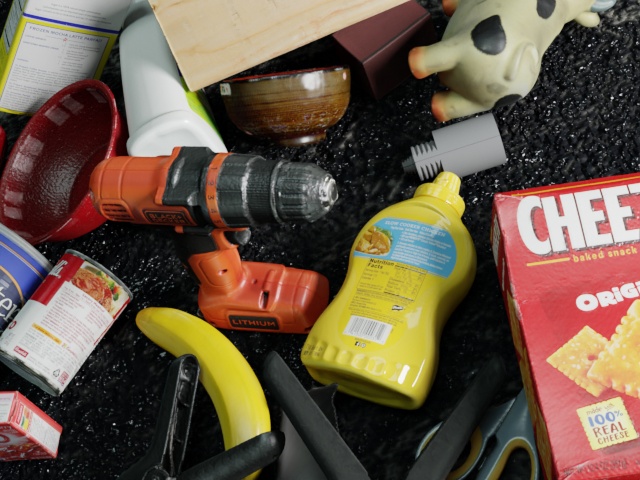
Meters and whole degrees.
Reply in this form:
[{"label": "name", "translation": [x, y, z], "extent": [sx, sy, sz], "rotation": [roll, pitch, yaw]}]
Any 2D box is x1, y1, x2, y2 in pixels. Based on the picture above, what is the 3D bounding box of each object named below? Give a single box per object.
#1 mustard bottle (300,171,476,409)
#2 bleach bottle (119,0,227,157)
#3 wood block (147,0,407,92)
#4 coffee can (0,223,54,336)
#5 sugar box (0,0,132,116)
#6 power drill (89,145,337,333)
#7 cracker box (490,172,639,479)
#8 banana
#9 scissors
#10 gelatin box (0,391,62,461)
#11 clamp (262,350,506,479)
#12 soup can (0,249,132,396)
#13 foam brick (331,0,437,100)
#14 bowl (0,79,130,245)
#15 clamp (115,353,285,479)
[{"label": "mustard bottle", "translation": [0.065, 0.028, 0.808], "extent": [0.096, 0.058, 0.191], "rotation": [12, 63, 27]}, {"label": "bleach bottle", "translation": [-0.148, -0.157, 0.979], "extent": [0.068, 0.102, 0.251], "rotation": [-27, 52, 10]}, {"label": "wood block", "translation": [-0.027, -0.212, 0.903], "extent": [0.206, 0.090, 0.090], "rotation": [-20, 16, 16]}, {"label": "coffee can", "translation": [-0.301, 0.057, 0.889], "extent": [0.103, 0.102, 0.140], "rotation": [21, 66, 30]}, {"label": "sugar box", "translation": [-0.239, -0.191, 0.981], "extent": [0.176, 0.093, 0.048], "rotation": [-58, 41, 34]}, {"label": "power drill", "translation": [-0.055, 0.001, 0.788], "extent": [0.185, 0.187, 0.057], "rotation": [4, 57, 23]}, {"label": "cracker box", "translation": [0.212, 0.059, 0.705], "extent": [0.164, 0.072, 0.213], "rotation": [-8, 59, 2]}, {"label": "banana", "translation": [-0.084, 0.112, 0.817], "extent": [0.069, 0.037, 0.198], "rotation": [-29, 53, -3]}, {"label": "scissors", "translation": [0.133, 0.109, 0.756], "extent": [0.096, 0.016, 0.201], "rotation": [11, 62, 25]}, {"label": "gelatin box", "translation": [-0.259, 0.146, 0.833], "extent": [0.089, 0.073, 0.030], "rotation": [-5, 57, 16]}, {"label": "clamp", "translation": [0.034, 0.168, 0.702], "extent": [0.164, 0.036, 0.210], "rotation": [7, 74, 2]}, {"label": "soup can", "translation": [-0.211, 0.068, 0.872], "extent": [0.069, 0.068, 0.102], "rotation": [22, 67, 30]}, {"label": "foam brick", "translation": [0.058, -0.174, 0.950], "extent": [0.078, 0.053, 0.051], "rotation": [-38, 54, -9]}, {"label": "bowl", "translation": [-0.217, -0.060, 0.949], "extent": [0.162, 0.055, 0.162], "rotation": [-22, 54, 34]}, {"label": "clamp", "translation": [-0.099, 0.175, 0.757], "extent": [0.120, 0.039, 0.171], "rotation": [22, 83, 44]}]
